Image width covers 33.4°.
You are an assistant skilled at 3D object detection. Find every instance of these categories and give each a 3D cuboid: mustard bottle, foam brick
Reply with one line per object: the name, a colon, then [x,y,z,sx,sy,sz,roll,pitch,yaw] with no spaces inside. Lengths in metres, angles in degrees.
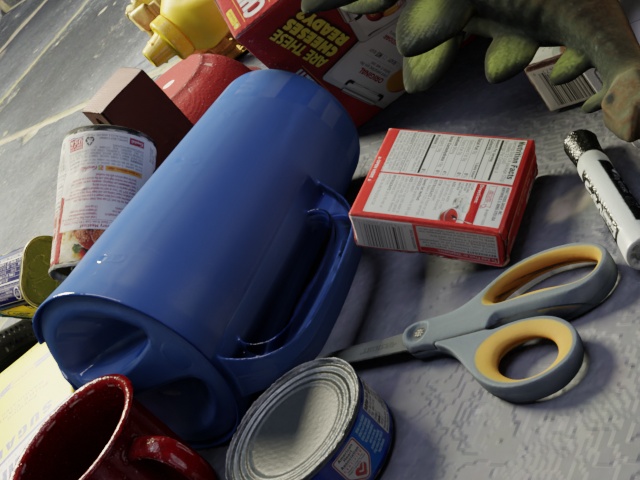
mustard bottle: [-0.075,-0.218,0.891,0.191,0.058,0.096,-46,31,-5]
foam brick: [-0.145,-0.096,0.869,0.051,0.078,0.053,-48,27,-13]

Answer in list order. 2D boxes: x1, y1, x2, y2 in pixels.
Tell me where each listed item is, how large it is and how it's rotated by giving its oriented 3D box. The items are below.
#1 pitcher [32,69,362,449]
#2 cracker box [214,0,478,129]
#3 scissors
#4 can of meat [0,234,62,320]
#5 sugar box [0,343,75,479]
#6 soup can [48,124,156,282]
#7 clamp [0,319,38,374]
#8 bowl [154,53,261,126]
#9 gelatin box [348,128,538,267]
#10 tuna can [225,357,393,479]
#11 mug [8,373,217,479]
pitcher: [-0.054,0.001,0.675,0.242,0.149,0.145,-61,2,-39]
cracker box: [0.052,-0.191,0.748,0.214,0.164,0.072,-36,57,14]
scissors: [0.057,0.061,0.537,0.202,0.016,0.096,-28,29,28]
can of meat: [-0.209,0.036,0.859,0.084,0.101,0.057,-15,69,50]
sugar box: [-0.195,0.133,0.753,0.093,0.048,0.176,-41,25,5]
soup can: [-0.152,-0.022,0.750,0.069,0.068,0.102,-15,67,44]
clamp: [-0.305,0.136,0.874,0.165,0.036,0.209,-50,-3,42]
bowl: [-0.135,-0.135,1.065,0.162,0.055,0.162,-33,27,19]
gelatin box: [0.070,-0.026,0.596,0.089,0.030,0.073,8,50,22]
tuna can: [-0.005,0.103,0.541,0.086,0.033,0.086,-33,27,20]
mug: [-0.102,0.131,0.581,0.117,0.081,0.093,-21,33,38]
